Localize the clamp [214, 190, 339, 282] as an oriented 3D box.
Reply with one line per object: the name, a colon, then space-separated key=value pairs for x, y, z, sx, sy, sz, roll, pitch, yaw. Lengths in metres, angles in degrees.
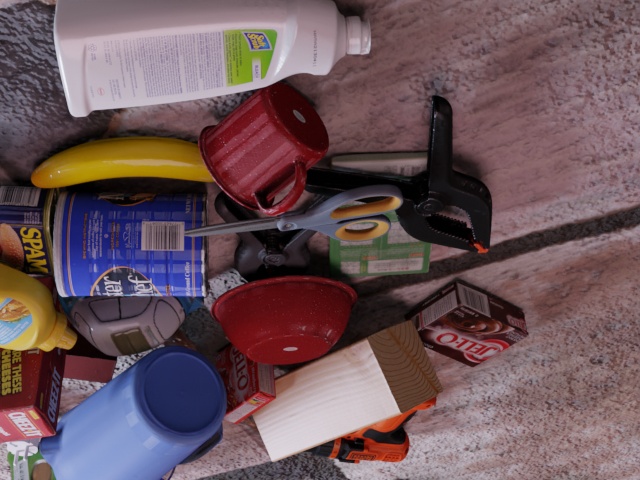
clamp: x=-0.057 y=0.001 z=1.085 sx=0.120 sy=0.039 sz=0.172 roll=11 pitch=141 yaw=-9

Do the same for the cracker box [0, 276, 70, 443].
cracker box: x=-0.382 y=0.136 z=1.137 sx=0.214 sy=0.164 sz=0.072 roll=-8 pitch=142 yaw=7

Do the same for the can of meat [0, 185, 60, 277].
can of meat: x=-0.299 y=-0.010 z=1.049 sx=0.084 sy=0.057 sz=0.102 roll=3 pitch=140 yaw=-3

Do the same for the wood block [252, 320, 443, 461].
wood block: x=0.023 y=0.173 z=1.218 sx=0.207 sy=0.091 sz=0.090 roll=-29 pitch=171 yaw=38

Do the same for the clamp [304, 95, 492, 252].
clamp: x=0.091 y=-0.044 z=1.022 sx=0.165 sy=0.036 sz=0.209 roll=-21 pitch=139 yaw=25

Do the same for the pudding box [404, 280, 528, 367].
pudding box: x=0.166 y=0.097 z=1.216 sx=0.113 sy=0.039 sz=0.090 roll=26 pitch=134 yaw=-30

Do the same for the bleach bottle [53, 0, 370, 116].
bleach bottle: x=-0.085 y=-0.158 z=0.879 sx=0.250 sy=0.068 sz=0.102 roll=-3 pitch=141 yaw=-3

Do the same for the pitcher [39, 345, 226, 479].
pitcher: x=-0.190 y=0.206 z=1.181 sx=0.145 sy=0.149 sz=0.243 roll=49 pitch=139 yaw=-1

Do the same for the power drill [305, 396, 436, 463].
power drill: x=0.050 y=0.219 z=1.346 sx=0.184 sy=0.057 sz=0.188 roll=8 pitch=142 yaw=-18

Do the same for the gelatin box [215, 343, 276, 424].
gelatin box: x=-0.088 y=0.156 z=1.234 sx=0.030 sy=0.089 sz=0.073 roll=25 pitch=133 yaw=-36

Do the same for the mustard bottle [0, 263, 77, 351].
mustard bottle: x=-0.322 y=0.060 z=1.044 sx=0.191 sy=0.058 sz=0.096 roll=33 pitch=127 yaw=-31

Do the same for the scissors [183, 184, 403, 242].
scissors: x=-0.018 y=-0.012 z=1.003 sx=0.202 sy=0.016 sz=0.096 roll=-14 pitch=152 yaw=9

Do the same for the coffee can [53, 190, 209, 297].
coffee can: x=-0.180 y=0.004 z=1.035 sx=0.140 sy=0.103 sz=0.103 roll=0 pitch=140 yaw=-4

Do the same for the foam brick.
foam brick: x=-0.271 y=0.125 z=1.216 sx=0.078 sy=0.053 sz=0.051 roll=10 pitch=139 yaw=-14

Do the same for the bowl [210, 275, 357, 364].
bowl: x=-0.037 y=0.094 z=1.153 sx=0.162 sy=0.055 sz=0.162 roll=-6 pitch=155 yaw=-3

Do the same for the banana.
banana: x=-0.173 y=-0.069 z=0.999 sx=0.197 sy=0.037 sz=0.070 roll=2 pitch=140 yaw=-6

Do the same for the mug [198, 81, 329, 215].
mug: x=-0.044 y=-0.077 z=0.939 sx=0.082 sy=0.117 sz=0.093 roll=-37 pitch=142 yaw=28
